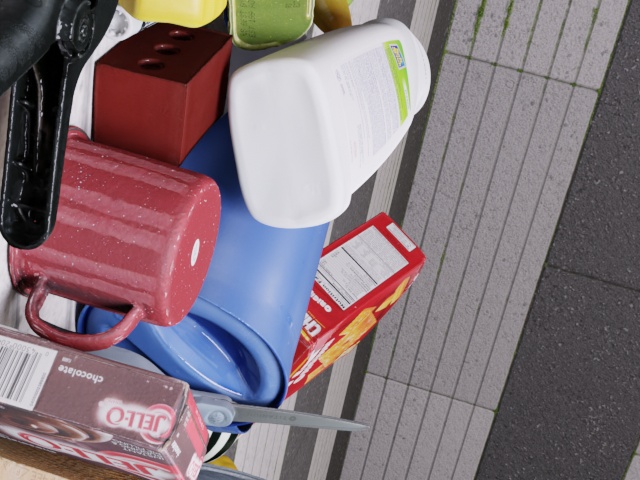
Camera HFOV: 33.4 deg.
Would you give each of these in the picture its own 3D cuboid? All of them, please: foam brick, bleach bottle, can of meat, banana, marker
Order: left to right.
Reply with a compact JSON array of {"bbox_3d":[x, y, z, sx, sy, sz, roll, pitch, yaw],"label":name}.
[{"bbox_3d":[-0.091,-0.133,0.599,0.121,0.020,0.020,-57,161,-64],"label":"marker"},{"bbox_3d":[-0.088,-0.085,0.598,0.078,0.053,0.051,-64,167,-56],"label":"foam brick"},{"bbox_3d":[-0.038,-0.173,0.616,0.102,0.057,0.084,93,-17,-58],"label":"can of meat"},{"bbox_3d":[0.006,-0.216,0.903,0.037,0.069,0.197,-44,-167,19],"label":"banana"},{"bbox_3d":[0.024,-0.090,0.710,0.250,0.068,0.102,-37,121,-62],"label":"bleach bottle"}]

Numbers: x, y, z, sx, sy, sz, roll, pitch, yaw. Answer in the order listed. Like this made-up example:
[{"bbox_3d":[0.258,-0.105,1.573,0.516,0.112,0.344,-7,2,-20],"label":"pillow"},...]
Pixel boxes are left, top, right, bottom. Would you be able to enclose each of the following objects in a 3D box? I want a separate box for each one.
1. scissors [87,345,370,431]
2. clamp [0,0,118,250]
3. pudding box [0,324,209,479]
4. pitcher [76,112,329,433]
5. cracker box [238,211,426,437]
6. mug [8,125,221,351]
[{"bbox_3d":[-0.078,0.112,0.641,0.096,0.201,0.016,-53,-152,31],"label":"scissors"},{"bbox_3d":[-0.118,-0.089,0.438,0.120,0.039,0.171,88,13,-78],"label":"clamp"},{"bbox_3d":[-0.115,0.084,0.524,0.090,0.113,0.039,87,21,-64],"label":"pudding box"},{"bbox_3d":[-0.055,0.001,0.724,0.149,0.145,0.242,-45,-161,45],"label":"pitcher"},{"bbox_3d":[-0.013,0.079,0.957,0.213,0.072,0.164,-32,164,-52],"label":"cracker box"},{"bbox_3d":[-0.106,0.005,0.545,0.093,0.081,0.117,95,14,-54],"label":"mug"}]
